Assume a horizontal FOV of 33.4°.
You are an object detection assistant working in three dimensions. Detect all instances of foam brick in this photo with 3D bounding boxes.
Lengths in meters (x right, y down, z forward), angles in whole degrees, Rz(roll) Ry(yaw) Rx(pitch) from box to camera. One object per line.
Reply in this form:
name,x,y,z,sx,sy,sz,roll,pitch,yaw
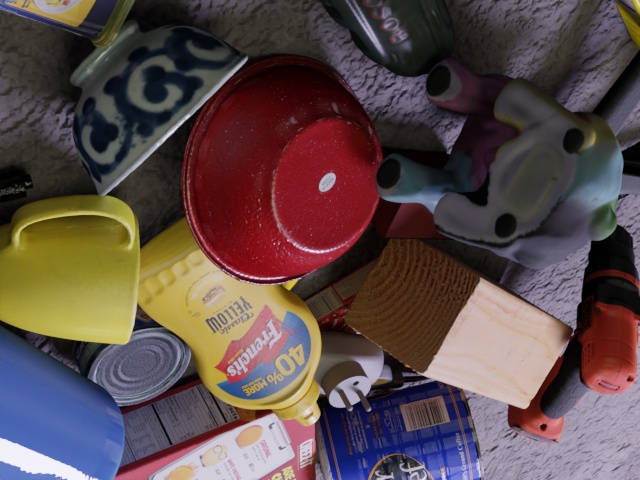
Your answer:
foam brick,0.075,-0.035,0.834,0.078,0.053,0.051,2,128,-35

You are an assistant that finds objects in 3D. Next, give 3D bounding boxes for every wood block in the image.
wood block,0.123,0.072,0.908,0.205,0.091,0.090,26,96,-54

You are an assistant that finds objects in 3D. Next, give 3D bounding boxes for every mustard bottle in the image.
mustard bottle,-0.055,0.069,0.792,0.096,0.058,0.191,-34,118,-1

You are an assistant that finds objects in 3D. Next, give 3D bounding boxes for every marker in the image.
marker,-0.238,-0.020,0.660,0.121,0.020,0.020,-18,137,-19

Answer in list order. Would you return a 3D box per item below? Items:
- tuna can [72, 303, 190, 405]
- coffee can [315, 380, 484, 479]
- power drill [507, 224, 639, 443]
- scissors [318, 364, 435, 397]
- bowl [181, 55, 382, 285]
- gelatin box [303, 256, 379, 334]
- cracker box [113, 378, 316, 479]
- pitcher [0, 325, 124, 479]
tuna can,-0.143,0.086,0.817,0.086,0.034,0.086,-19,137,-19
coffee can,0.068,0.190,0.983,0.140,0.103,0.103,-13,137,-2
power drill,0.245,0.096,1.025,0.057,0.184,0.188,20,140,-3
scissors,0.072,0.126,0.988,0.201,0.016,0.096,-2,163,-32
bowl,-0.011,-0.041,0.720,0.161,0.055,0.162,-11,109,-35
gelatin box,0.030,0.064,0.916,0.089,0.030,0.073,-31,140,-5
cracker box,-0.113,0.198,0.918,0.213,0.072,0.164,-20,138,-19
pitcher,-0.247,0.105,0.686,0.145,0.149,0.242,-44,141,3
